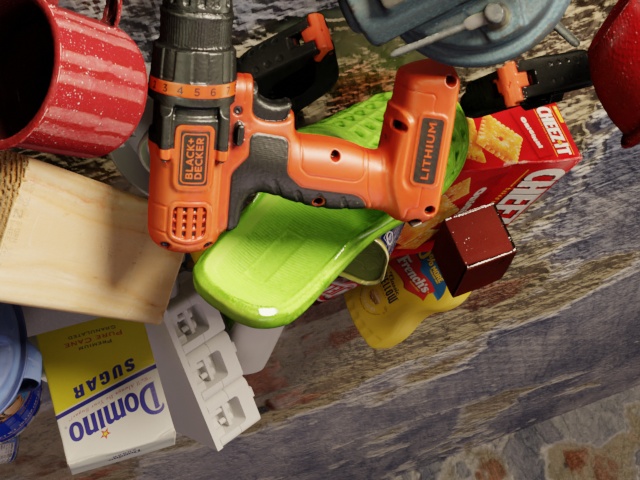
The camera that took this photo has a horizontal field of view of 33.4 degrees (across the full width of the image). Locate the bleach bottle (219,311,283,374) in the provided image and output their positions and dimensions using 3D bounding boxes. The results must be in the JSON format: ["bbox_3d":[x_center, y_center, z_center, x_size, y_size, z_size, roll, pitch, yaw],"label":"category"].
[{"bbox_3d":[-0.054,0.028,1.000,0.068,0.102,0.251,-1,146,-22],"label":"bleach bottle"}]

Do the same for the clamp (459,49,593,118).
[{"bbox_3d":[0.154,-0.115,0.798,0.165,0.036,0.209,-14,-177,30],"label":"clamp"}]

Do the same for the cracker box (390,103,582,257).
[{"bbox_3d":[0.106,-0.048,0.976,0.213,0.072,0.164,-8,156,-33],"label":"cracker box"}]

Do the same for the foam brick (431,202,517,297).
[{"bbox_3d":[0.140,0.009,0.976,0.053,0.051,0.078,-19,160,-11],"label":"foam brick"}]

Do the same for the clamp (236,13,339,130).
[{"bbox_3d":[-0.032,-0.101,0.767,0.120,0.039,0.172,-9,164,-44],"label":"clamp"}]

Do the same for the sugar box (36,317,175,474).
[{"bbox_3d":[-0.191,0.101,0.913,0.093,0.176,0.048,-15,158,-14],"label":"sugar box"}]

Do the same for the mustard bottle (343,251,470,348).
[{"bbox_3d":[0.112,0.036,1.149,0.192,0.096,0.058,-36,154,34],"label":"mustard bottle"}]

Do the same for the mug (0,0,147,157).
[{"bbox_3d":[-0.149,-0.102,0.606,0.081,0.093,0.117,6,110,-59],"label":"mug"}]

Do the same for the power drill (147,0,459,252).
[{"bbox_3d":[-0.013,-0.081,0.657,0.187,0.057,0.184,2,113,-14],"label":"power drill"}]

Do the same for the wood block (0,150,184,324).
[{"bbox_3d":[-0.182,-0.004,0.721,0.091,0.090,0.205,17,178,22],"label":"wood block"}]
